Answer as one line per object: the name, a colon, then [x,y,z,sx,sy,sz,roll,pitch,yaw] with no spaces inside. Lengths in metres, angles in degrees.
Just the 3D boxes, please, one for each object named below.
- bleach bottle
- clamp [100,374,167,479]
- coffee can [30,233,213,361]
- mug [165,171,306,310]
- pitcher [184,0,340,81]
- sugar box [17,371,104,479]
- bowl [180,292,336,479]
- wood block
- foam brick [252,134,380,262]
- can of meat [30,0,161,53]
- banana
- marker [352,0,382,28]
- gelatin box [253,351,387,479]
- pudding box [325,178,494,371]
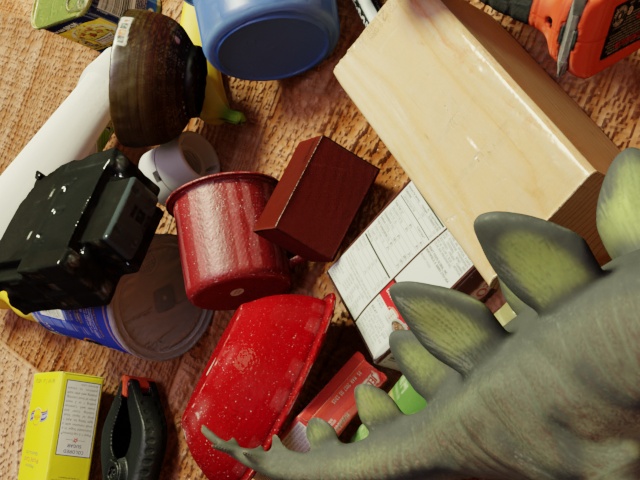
bleach bottle: [-0.232,-0.087,0.985,0.250,0.068,0.103,-59,6,-22]
clamp: [-0.151,0.198,0.872,0.120,0.039,0.171,0,81,45]
coffee can: [-0.170,0.040,0.896,0.141,0.102,0.103,7,82,46]
mug: [-0.055,0.001,0.815,0.117,0.093,0.081,-12,69,3]
pitcher: [-0.062,-0.252,0.870,0.145,0.149,0.243,-10,68,0]
sugar box: [-0.236,0.206,0.938,0.093,0.048,0.176,-16,62,60]
bowl: [-0.050,0.096,0.729,0.162,0.055,0.162,-62,5,9]
wood block: [0.105,-0.065,0.663,0.090,0.090,0.206,-51,48,22]
foam brick: [-0.003,-0.028,0.763,0.078,0.051,0.053,-62,17,-10]
can of meat: [-0.218,-0.224,1.041,0.102,0.083,0.057,-4,74,44]
banana: [-0.095,-0.178,0.942,0.070,0.037,0.198,-14,68,23]
marker: [0.036,-0.181,0.820,0.020,0.020,0.121,-42,51,28]
gelatin box: [-0.001,0.123,0.704,0.030,0.073,0.089,42,135,7]
pudding box: [0.064,0.019,0.715,0.114,0.039,0.090,-47,48,23]
